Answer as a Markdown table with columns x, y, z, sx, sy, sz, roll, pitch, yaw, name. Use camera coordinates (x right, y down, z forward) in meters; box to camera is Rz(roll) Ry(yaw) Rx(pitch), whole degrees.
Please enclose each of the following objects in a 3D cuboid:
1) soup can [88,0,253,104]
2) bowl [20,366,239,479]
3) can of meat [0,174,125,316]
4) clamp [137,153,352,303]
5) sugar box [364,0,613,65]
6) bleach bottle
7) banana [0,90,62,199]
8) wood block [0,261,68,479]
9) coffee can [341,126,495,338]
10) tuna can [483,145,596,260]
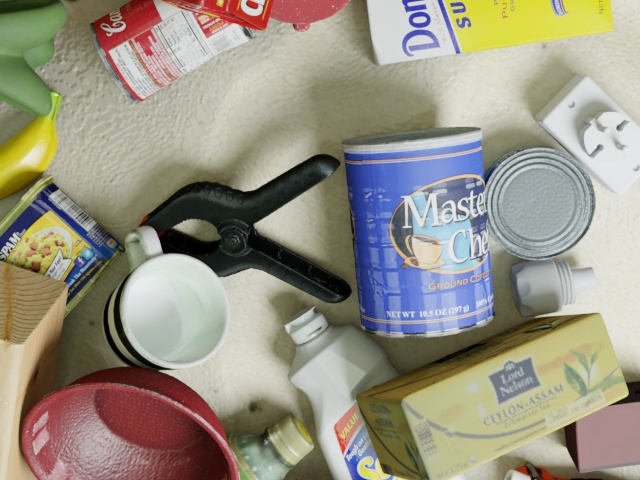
| x | y | z | sx | sy | sz | roll | pitch | yaw | name |
| --- | --- | --- | --- | --- | --- | --- | --- | --- | --- |
| -0.109 | -0.154 | 0.788 | 0.102 | 0.068 | 0.068 | -28 | 98 | 5 | soup can |
| -0.132 | 0.144 | 0.781 | 0.162 | 0.055 | 0.162 | 6 | 128 | 7 | bowl |
| -0.214 | 0.015 | 0.824 | 0.084 | 0.057 | 0.102 | 43 | 98 | -8 | can of meat |
| -0.055 | 0.001 | 0.819 | 0.172 | 0.039 | 0.120 | -7 | 109 | 18 | clamp |
| 0.120 | -0.187 | 0.788 | 0.176 | 0.048 | 0.093 | -9 | 99 | 2 | sugar box |
| 0.043 | 0.167 | 0.841 | 0.102 | 0.068 | 0.251 | -32 | 95 | 6 | bleach bottle |
| -0.285 | -0.055 | 0.827 | 0.198 | 0.037 | 0.069 | -16 | 75 | 2 | banana |
| -0.257 | 0.125 | 0.794 | 0.090 | 0.090 | 0.206 | 17 | 118 | 2 | wood block |
| 0.073 | -0.009 | 0.790 | 0.103 | 0.103 | 0.140 | -6 | 99 | 2 | coffee can |
| 0.165 | -0.030 | 0.818 | 0.086 | 0.033 | 0.086 | 0 | 99 | 1 | tuna can |
